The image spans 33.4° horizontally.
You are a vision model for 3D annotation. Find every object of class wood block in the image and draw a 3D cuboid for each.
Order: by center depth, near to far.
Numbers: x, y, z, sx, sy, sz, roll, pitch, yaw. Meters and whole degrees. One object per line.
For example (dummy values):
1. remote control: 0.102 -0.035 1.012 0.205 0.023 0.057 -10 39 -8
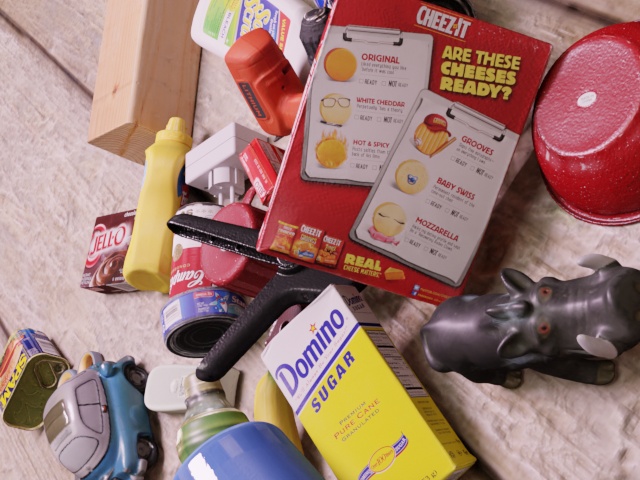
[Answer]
1. wood block: -0.205 -0.206 1.268 0.091 0.090 0.206 -16 62 44

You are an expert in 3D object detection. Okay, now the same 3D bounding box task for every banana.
1. banana: -0.027 0.197 0.905 0.070 0.037 0.198 97 158 -69

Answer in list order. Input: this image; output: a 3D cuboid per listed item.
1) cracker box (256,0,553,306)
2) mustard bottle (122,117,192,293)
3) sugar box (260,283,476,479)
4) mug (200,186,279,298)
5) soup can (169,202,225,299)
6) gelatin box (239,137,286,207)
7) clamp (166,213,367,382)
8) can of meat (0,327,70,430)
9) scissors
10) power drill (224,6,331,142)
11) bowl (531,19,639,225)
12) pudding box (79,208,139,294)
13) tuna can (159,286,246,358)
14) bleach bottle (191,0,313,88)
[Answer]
1. cracker box: 0.059 -0.073 0.815 0.072 0.164 0.214 -100 27 -77
2. mustard bottle: -0.171 -0.045 1.166 0.096 0.058 0.191 91 -175 -72
3. sugar box: 0.033 0.129 0.835 0.093 0.048 0.176 -45 66 20
4. mug: -0.057 0.001 1.010 0.093 0.081 0.117 3 77 50
5. soup can: -0.117 0.021 1.085 0.069 0.068 0.102 -23 57 42
6. gelatin box: -0.026 -0.051 0.991 0.030 0.089 0.073 -51 43 22
7. clamp: -0.027 0.031 0.912 0.210 0.036 0.164 -11 61 6
8. can of meat: -0.361 0.168 1.315 0.084 0.057 0.102 37 102 53
9. scissors: -0.287 0.228 1.235 0.096 0.016 0.201 -12 65 48
10. power drill: -0.008 -0.134 0.939 0.057 0.184 0.188 -40 37 -16
11. bowl: 0.207 -0.095 0.766 0.162 0.055 0.162 -23 58 43
12. pudding box: -0.231 0.014 1.243 0.114 0.039 0.090 -7 68 48
13. tuna can: -0.112 0.081 1.038 0.086 0.086 0.034 -38 50 33
14. bleach bottle: -0.040 -0.215 1.102 0.251 0.068 0.102 32 101 49
